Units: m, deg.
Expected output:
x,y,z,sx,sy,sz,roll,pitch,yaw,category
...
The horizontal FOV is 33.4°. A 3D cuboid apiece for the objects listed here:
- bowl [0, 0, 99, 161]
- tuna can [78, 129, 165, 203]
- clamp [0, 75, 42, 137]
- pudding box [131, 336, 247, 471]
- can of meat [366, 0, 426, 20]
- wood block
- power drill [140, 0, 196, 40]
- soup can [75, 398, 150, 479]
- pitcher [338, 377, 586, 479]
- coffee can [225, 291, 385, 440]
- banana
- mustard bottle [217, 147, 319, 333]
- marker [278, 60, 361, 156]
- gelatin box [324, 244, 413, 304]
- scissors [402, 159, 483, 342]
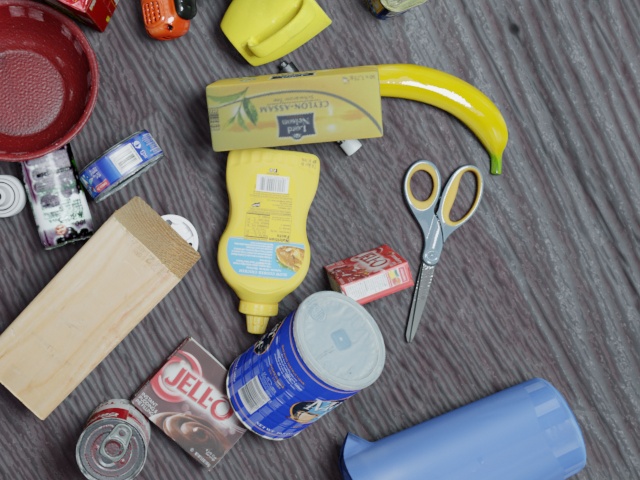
x,y,z,sx,sy,sz,roll,pitch,yaw,category
-0.297,-0.151,1.043,0.162,0.055,0.162,1,82,-9,bowl
-0.201,-0.075,1.075,0.086,0.086,0.034,-35,95,-4,tuna can
-0.387,-0.126,1.075,0.210,0.036,0.164,-25,94,-7,clamp
-0.127,0.170,1.120,0.113,0.039,0.090,43,87,-7,pudding box
0.068,-0.281,1.095,0.057,0.084,0.102,-22,95,-5,can of meat
-0.225,0.065,1.049,0.090,0.090,0.206,44,106,-6,wood block
-0.112,-0.303,1.041,0.188,0.057,0.184,-9,92,36,power drill
-0.208,0.202,1.081,0.068,0.102,0.068,0,93,-7,soup can
0.152,0.248,1.114,0.242,0.145,0.149,-23,127,-8,pitcher
-0.017,0.127,1.064,0.102,0.141,0.103,20,51,-26,coffee can
0.126,-0.145,1.133,0.197,0.037,0.069,29,89,-7,banana
-0.057,0.001,1.109,0.096,0.058,0.191,6,92,-7,mustard bottle
-0.002,-0.141,1.127,0.020,0.020,0.121,-41,97,-3,marker
0.049,0.036,1.107,0.073,0.089,0.030,-19,105,-6,gelatin box
0.105,0.000,1.150,0.096,0.016,0.202,29,90,-6,scissors
